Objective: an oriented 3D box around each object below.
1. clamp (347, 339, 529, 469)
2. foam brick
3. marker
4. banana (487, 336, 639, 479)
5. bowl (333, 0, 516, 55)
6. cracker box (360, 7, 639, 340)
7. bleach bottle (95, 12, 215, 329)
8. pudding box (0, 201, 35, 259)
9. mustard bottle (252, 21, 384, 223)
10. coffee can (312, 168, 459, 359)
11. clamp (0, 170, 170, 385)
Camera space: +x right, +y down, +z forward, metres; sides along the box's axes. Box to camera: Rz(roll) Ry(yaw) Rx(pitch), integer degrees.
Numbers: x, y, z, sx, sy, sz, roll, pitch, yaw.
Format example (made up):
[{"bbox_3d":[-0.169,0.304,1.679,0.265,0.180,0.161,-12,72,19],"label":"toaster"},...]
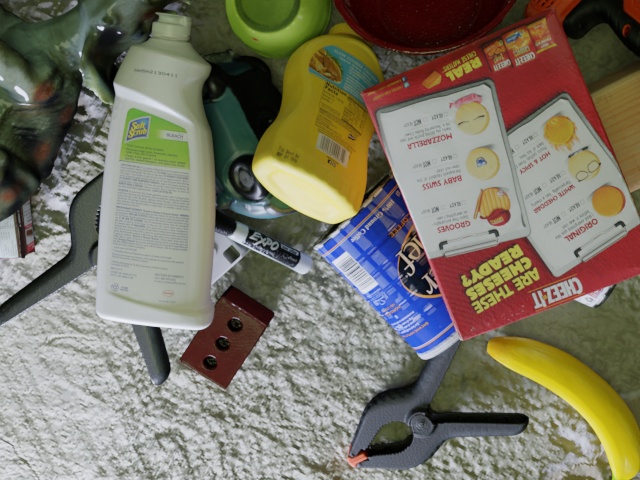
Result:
[{"bbox_3d":[0.106,0.170,1.001,0.172,0.039,0.120,-41,90,18],"label":"clamp"},{"bbox_3d":[-0.087,0.090,0.998,0.053,0.051,0.078,33,102,-1],"label":"foam brick"},{"bbox_3d":[-0.056,0.001,0.960,0.121,0.020,0.020,27,105,-37],"label":"marker"},{"bbox_3d":[0.239,0.152,0.984,0.070,0.037,0.198,-39,95,10],"label":"banana"},{"bbox_3d":[0.090,-0.216,0.902,0.162,0.055,0.162,-3,70,8],"label":"bowl"},{"bbox_3d":[0.149,-0.051,0.847,0.164,0.072,0.214,-22,89,14],"label":"cracker box"},{"bbox_3d":[-0.125,-0.058,0.877,0.102,0.068,0.251,7,100,-4],"label":"bleach bottle"},{"bbox_3d":[-0.332,-0.026,1.008,0.113,0.039,0.090,-1,103,9],"label":"pudding box"},{"bbox_3d":[0.009,-0.116,0.905,0.096,0.191,0.058,31,148,-25],"label":"mustard bottle"},{"bbox_3d":[0.078,0.020,0.942,0.103,0.102,0.140,-44,94,11],"label":"coffee can"},{"bbox_3d":[-0.195,0.014,0.943,0.164,0.036,0.210,14,104,1],"label":"clamp"}]
